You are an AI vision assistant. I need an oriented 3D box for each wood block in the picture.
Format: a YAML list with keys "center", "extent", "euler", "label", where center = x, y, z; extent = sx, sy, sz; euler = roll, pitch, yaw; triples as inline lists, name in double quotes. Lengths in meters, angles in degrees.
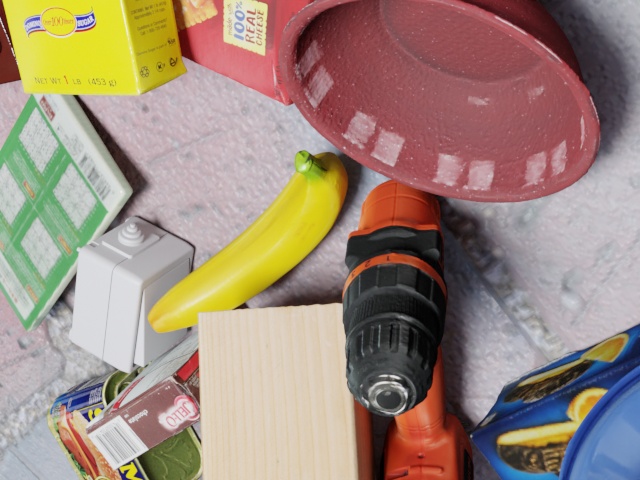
- center: [-0.015, 0.145, 0.623]
  extent: [0.091, 0.090, 0.206]
  euler: [-5, 80, 9]
  label: "wood block"

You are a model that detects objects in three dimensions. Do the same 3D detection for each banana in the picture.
- center: [-0.037, -0.001, 0.652]
  extent: [0.198, 0.069, 0.037]
  euler: [-46, 53, 42]
  label: "banana"

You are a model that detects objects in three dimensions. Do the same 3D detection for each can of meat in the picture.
- center: [-0.148, 0.148, 0.803]
  extent: [0.084, 0.057, 0.102]
  euler: [-22, 99, 41]
  label: "can of meat"

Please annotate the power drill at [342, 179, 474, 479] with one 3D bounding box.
- center: [0.049, 0.082, 0.575]
  extent: [0.057, 0.184, 0.188]
  euler: [-3, 120, 10]
  label: "power drill"

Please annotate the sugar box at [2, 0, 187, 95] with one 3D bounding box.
- center: [-0.130, -0.165, 0.551]
  extent: [0.093, 0.048, 0.176]
  euler: [5, 117, 34]
  label: "sugar box"

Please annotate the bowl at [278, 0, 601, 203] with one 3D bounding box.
- center: [0.063, -0.085, 0.524]
  extent: [0.162, 0.055, 0.162]
  euler: [18, 155, 9]
  label: "bowl"

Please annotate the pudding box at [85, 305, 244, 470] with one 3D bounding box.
- center: [-0.097, 0.099, 0.721]
  extent: [0.114, 0.089, 0.039]
  euler: [-32, 99, 39]
  label: "pudding box"
